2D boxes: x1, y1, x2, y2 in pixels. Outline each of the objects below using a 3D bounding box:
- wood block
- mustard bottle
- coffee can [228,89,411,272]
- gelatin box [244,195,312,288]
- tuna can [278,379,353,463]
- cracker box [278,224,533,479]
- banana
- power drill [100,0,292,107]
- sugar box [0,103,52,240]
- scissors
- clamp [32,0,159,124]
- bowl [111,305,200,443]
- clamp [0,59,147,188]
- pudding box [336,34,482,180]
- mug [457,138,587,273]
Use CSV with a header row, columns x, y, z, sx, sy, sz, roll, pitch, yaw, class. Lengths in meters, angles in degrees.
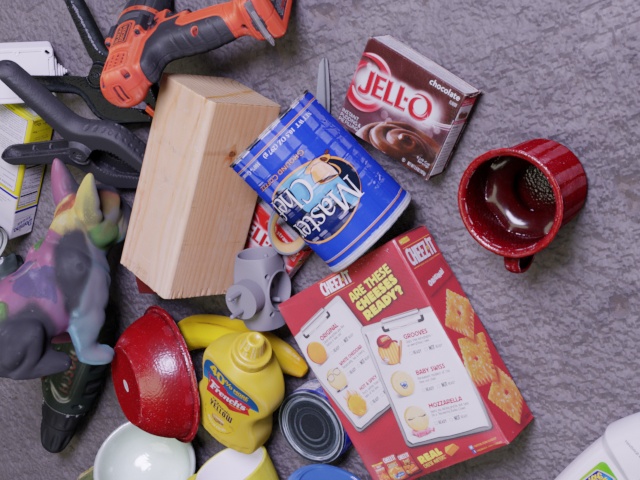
x,y,z,sx,sy,sz,roll,pitch,yaw,class
-0.122,-0.054,1.076,0.090,0.090,0.206,33,115,40,wood block
-0.083,0.150,1.124,0.096,0.058,0.192,42,146,16,mustard bottle
0.000,-0.055,0.990,0.140,0.102,0.103,45,127,-6,coffee can
-0.057,0.001,1.114,0.089,0.030,0.073,47,125,12,gelatin box
-0.002,0.194,1.138,0.086,0.033,0.086,12,112,31,tuna can
0.080,0.116,1.034,0.164,0.072,0.214,-31,86,37,cracker box
-0.102,0.113,1.182,0.198,0.037,0.069,1,132,37,banana
-0.118,-0.218,1.026,0.188,0.184,0.057,-19,132,23,power drill
-0.379,-0.098,1.292,0.093,0.048,0.176,35,126,21,sugar box
-0.018,-0.070,1.049,0.096,0.016,0.202,-13,101,2,scissors
-0.237,-0.189,1.153,0.171,0.039,0.120,25,107,3,clamp
-0.195,0.157,1.206,0.162,0.055,0.162,32,128,53,bowl
-0.262,-0.112,1.161,0.210,0.036,0.165,18,146,7,clamp
0.079,-0.123,0.974,0.114,0.039,0.090,34,122,21,pudding box
0.176,-0.029,0.912,0.093,0.081,0.117,9,110,32,mug
